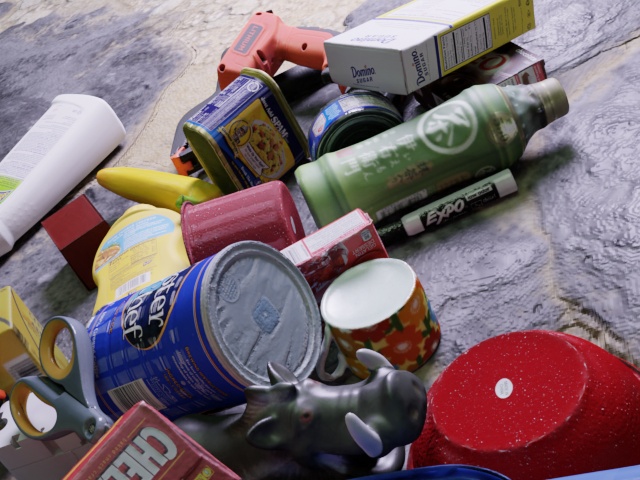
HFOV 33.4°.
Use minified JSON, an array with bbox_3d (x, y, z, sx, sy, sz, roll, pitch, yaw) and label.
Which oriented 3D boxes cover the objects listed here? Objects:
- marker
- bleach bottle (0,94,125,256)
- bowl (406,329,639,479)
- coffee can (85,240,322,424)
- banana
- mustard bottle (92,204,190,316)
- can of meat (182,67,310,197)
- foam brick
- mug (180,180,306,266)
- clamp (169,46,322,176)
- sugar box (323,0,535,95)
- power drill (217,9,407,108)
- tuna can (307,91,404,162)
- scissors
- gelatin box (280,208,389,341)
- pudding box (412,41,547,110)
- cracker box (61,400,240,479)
[{"bbox_3d":[0.096,-0.024,0.840,0.121,0.020,0.020,-24,33,7],"label":"marker"},{"bbox_3d":[-0.324,-0.055,1.150,0.103,0.068,0.250,8,50,42],"label":"bleach bottle"},{"bbox_3d":[0.117,0.104,0.620,0.162,0.055,0.162,-20,34,13],"label":"bowl"},{"bbox_3d":[-0.084,0.070,0.734,0.141,0.102,0.102,-24,29,39],"label":"coffee can"},{"bbox_3d":[-0.144,-0.047,1.008,0.198,0.069,0.037,13,83,55],"label":"banana"},{"bbox_3d":[-0.150,0.023,0.920,0.096,0.058,0.192,-29,33,7],"label":"mustard bottle"},{"bbox_3d":[-0.067,-0.092,0.977,0.083,0.102,0.058,-44,37,-19],"label":"can of meat"},{"bbox_3d":[-0.221,0.000,1.007,0.051,0.053,0.078,-35,34,-11],"label":"foam brick"},{"bbox_3d":[-0.056,0.001,0.867,0.081,0.093,0.117,-17,-2,8],"label":"mug"},{"bbox_3d":[-0.079,-0.141,1.110,0.165,0.036,0.209,2,44,34],"label":"clamp"},{"bbox_3d":[0.097,-0.178,0.926,0.176,0.048,0.093,-33,33,-32],"label":"sugar box"},{"bbox_3d":[-0.002,-0.160,1.036,0.188,0.057,0.184,10,50,24],"label":"power drill"},{"bbox_3d":[0.034,-0.080,0.900,0.086,0.086,0.034,-26,35,3],"label":"tuna can"},{"bbox_3d":[-0.145,0.103,0.699,0.202,0.016,0.096,4,80,45],"label":"scissors"},{"bbox_3d":[0.009,0.029,0.782,0.089,0.073,0.030,-29,34,-2],"label":"gelatin box"},{"bbox_3d":[0.138,-0.143,0.952,0.090,0.039,0.114,-30,34,-5],"label":"pudding box"},{"bbox_3d":[-0.133,0.190,0.559,0.164,0.072,0.214,-49,-6,-29],"label":"cracker box"}]
